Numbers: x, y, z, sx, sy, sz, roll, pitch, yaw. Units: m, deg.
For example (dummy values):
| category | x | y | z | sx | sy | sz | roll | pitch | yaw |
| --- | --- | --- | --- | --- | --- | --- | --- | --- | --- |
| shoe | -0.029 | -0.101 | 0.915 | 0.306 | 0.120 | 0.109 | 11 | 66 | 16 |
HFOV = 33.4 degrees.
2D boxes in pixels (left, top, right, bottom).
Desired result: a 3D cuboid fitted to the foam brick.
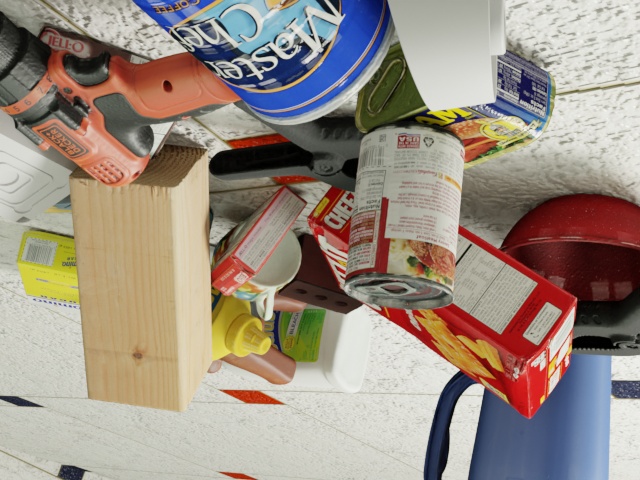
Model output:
| category | x | y | z | sx | sy | sz | roll | pitch | yaw |
| --- | --- | --- | --- | --- | --- | --- | --- | --- | --- |
| foam brick | 0.005 | 0.033 | 1.045 | 0.078 | 0.051 | 0.053 | 17 | 158 | -17 |

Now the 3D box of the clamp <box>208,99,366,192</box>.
| category | x | y | z | sx | sy | sz | roll | pitch | yaw |
| --- | --- | --- | --- | --- | --- | --- | --- | --- | --- |
| clamp | -0.003 | -0.065 | 0.808 | 0.171 | 0.039 | 0.120 | 17 | 155 | -14 |

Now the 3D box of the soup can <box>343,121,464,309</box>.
| category | x | y | z | sx | sy | sz | roll | pitch | yaw |
| --- | --- | --- | --- | --- | --- | --- | --- | --- | --- |
| soup can | 0.053 | -0.015 | 0.666 | 0.068 | 0.102 | 0.068 | 6 | 162 | 2 |

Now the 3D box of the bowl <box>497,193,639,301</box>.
| category | x | y | z | sx | sy | sz | roll | pitch | yaw |
| --- | --- | --- | --- | --- | --- | --- | --- | --- | --- |
| bowl | 0.218 | 0.006 | 0.865 | 0.162 | 0.055 | 0.162 | 9 | 159 | 3 |

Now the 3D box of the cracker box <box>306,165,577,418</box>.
| category | x | y | z | sx | sy | sz | roll | pitch | yaw |
| --- | --- | --- | --- | --- | --- | --- | --- | --- | --- |
| cracker box | 0.101 | 0.044 | 0.879 | 0.214 | 0.072 | 0.164 | 33 | 167 | 22 |

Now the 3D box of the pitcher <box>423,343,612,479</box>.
| category | x | y | z | sx | sy | sz | roll | pitch | yaw |
| --- | --- | --- | --- | --- | --- | --- | --- | --- | --- |
| pitcher | 0.201 | 0.159 | 1.006 | 0.149 | 0.243 | 0.145 | 20 | 157 | -23 |

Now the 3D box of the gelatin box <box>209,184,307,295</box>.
| category | x | y | z | sx | sy | sz | roll | pitch | yaw |
| --- | --- | --- | --- | --- | --- | --- | --- | --- | --- |
| gelatin box | -0.056 | 0.001 | 0.937 | 0.030 | 0.089 | 0.073 | 39 | 153 | -8 |

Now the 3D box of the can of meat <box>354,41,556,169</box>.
| category | x | y | z | sx | sy | sz | roll | pitch | yaw |
| --- | --- | --- | --- | --- | --- | --- | --- | --- | --- |
| can of meat | 0.086 | -0.090 | 0.682 | 0.083 | 0.057 | 0.102 | 20 | 158 | -31 |

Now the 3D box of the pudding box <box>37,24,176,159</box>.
| category | x | y | z | sx | sy | sz | roll | pitch | yaw |
| --- | --- | --- | --- | --- | --- | --- | --- | --- | --- |
| pudding box | -0.161 | -0.106 | 0.784 | 0.113 | 0.039 | 0.090 | 19 | 157 | -16 |

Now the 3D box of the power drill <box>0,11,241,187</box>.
| category | x | y | z | sx | sy | sz | roll | pitch | yaw |
| --- | --- | --- | --- | --- | --- | --- | --- | --- | --- |
| power drill | -0.127 | -0.115 | 0.671 | 0.188 | 0.057 | 0.184 | -15 | 143 | 30 |

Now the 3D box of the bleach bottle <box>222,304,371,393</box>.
| category | x | y | z | sx | sy | sz | roll | pitch | yaw |
| --- | --- | --- | --- | --- | --- | --- | --- | --- | --- |
| bleach bottle | -0.066 | 0.124 | 1.241 | 0.251 | 0.102 | 0.068 | -5 | 150 | 33 |

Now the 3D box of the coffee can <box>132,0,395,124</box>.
| category | x | y | z | sx | sy | sz | roll | pitch | yaw |
| --- | --- | --- | --- | --- | --- | --- | --- | --- | --- |
| coffee can | -0.039 | -0.138 | 0.541 | 0.103 | 0.102 | 0.140 | -5 | 150 | 36 |

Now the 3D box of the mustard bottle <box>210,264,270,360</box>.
| category | x | y | z | sx | sy | sz | roll | pitch | yaw |
| --- | --- | --- | --- | --- | --- | --- | --- | --- | --- |
| mustard bottle | -0.127 | 0.066 | 1.052 | 0.192 | 0.096 | 0.058 | 24 | 166 | 30 |

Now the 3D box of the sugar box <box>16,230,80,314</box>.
| category | x | y | z | sx | sy | sz | roll | pitch | yaw |
| --- | --- | --- | --- | --- | --- | --- | --- | --- | --- |
| sugar box | -0.291 | 0.043 | 1.221 | 0.093 | 0.048 | 0.176 | 13 | 158 | -6 |

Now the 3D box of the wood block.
| category | x | y | z | sx | sy | sz | roll | pitch | yaw |
| --- | --- | --- | --- | --- | --- | --- | --- | --- | --- |
| wood block | -0.147 | 0.029 | 0.895 | 0.091 | 0.090 | 0.206 | 7 | 116 | 9 |
